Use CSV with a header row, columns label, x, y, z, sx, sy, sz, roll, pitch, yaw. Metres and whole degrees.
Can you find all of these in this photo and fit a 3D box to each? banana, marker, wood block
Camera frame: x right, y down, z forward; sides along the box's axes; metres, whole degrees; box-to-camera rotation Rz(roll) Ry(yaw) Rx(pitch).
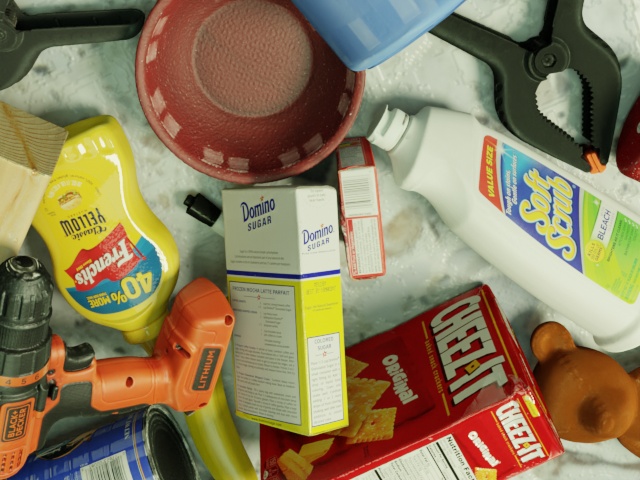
label,x,y,z,sx,sy,sz,roll,pitch,yaw
banana,-0.085,0.130,0.866,0.070,0.037,0.198,14,117,40
marker,-0.055,0.001,0.837,0.121,0.020,0.020,35,107,-14
wood block,-0.257,0.009,0.733,0.090,0.091,0.206,23,111,-15

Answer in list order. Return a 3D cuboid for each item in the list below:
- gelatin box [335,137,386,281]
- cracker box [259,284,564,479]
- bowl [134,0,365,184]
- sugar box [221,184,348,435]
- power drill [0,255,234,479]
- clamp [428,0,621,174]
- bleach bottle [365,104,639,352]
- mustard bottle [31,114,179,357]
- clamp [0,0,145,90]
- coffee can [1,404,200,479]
label,x,y,z,sx,sy,sz,roll,pitch,yaw
gelatin box,0.029,-0.025,0.800,0.030,0.073,0.089,-6,113,1
cracker box,0.058,0.135,0.816,0.214,0.164,0.072,-27,113,9
bowl,-0.049,-0.125,0.766,0.162,0.055,0.162,0,112,-1
sugar box,-0.026,0.047,0.786,0.048,0.094,0.176,-3,94,-41
power drill,-0.156,0.077,0.750,0.187,0.057,0.185,-8,133,-36
clamp,0.167,-0.144,0.774,0.165,0.036,0.210,-34,111,12
bleach bottle,0.143,-0.019,0.795,0.250,0.068,0.102,30,65,-11
mustard bottle,-0.162,0.007,0.816,0.096,0.058,0.191,-20,112,8
clamp,-0.212,-0.150,0.755,0.172,0.039,0.120,-36,116,27
coffee can,-0.181,0.206,0.872,0.140,0.103,0.103,-23,111,7
